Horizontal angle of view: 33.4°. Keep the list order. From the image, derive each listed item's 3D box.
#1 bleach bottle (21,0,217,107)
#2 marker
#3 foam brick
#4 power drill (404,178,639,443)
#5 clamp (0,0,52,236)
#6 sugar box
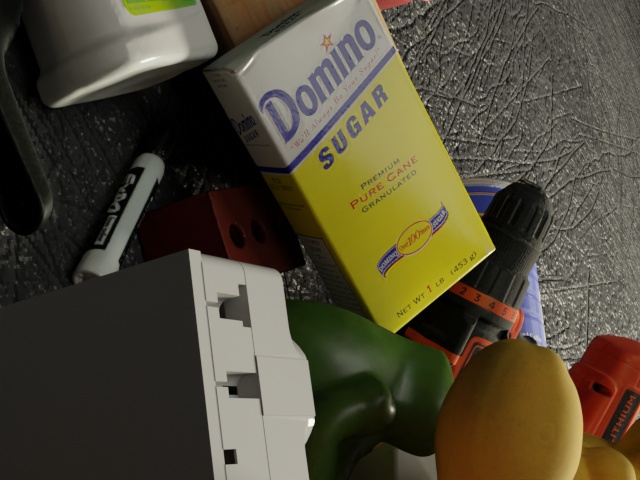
[{"bbox_3d":[-0.136,-0.197,0.530,0.102,0.068,0.251,-30,100,-61],"label":"bleach bottle"},{"bbox_3d":[-0.097,-0.020,0.551,0.020,0.020,0.121,55,33,-31],"label":"marker"},{"bbox_3d":[-0.054,0.001,0.585,0.078,0.051,0.053,-17,90,-62],"label":"foam brick"},{"bbox_3d":[0.139,0.071,0.696,0.187,0.057,0.184,26,94,-34],"label":"power drill"},{"bbox_3d":[-0.167,-0.092,0.444,0.120,0.039,0.171,25,49,-60],"label":"clamp"},{"bbox_3d":[0.020,-0.043,0.591,0.093,0.048,0.176,-38,114,-20],"label":"sugar box"}]
